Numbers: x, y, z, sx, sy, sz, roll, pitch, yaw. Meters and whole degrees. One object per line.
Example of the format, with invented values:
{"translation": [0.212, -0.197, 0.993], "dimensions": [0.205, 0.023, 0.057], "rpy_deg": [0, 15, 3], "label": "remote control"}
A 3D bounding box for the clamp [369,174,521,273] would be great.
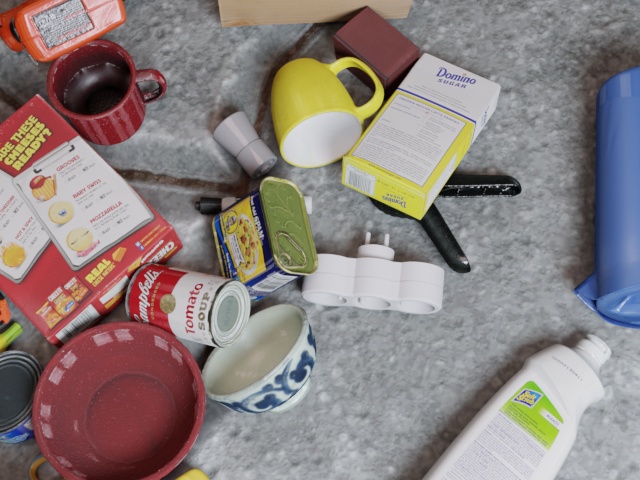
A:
{"translation": [0.106, -0.039, 1.082], "dimensions": [0.171, 0.039, 0.120], "rpy_deg": [19, 58, 16], "label": "clamp"}

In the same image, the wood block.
{"translation": [-0.007, -0.289, 1.136], "dimensions": [0.206, 0.091, 0.090], "rpy_deg": [-3, 82, -3], "label": "wood block"}

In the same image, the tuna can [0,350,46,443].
{"translation": [-0.298, 0.152, 1.033], "dimensions": [0.086, 0.033, 0.086], "rpy_deg": [-9, 58, 15], "label": "tuna can"}

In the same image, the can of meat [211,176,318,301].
{"translation": [-0.057, 0.001, 1.051], "dimensions": [0.084, 0.057, 0.102], "rpy_deg": [-30, 64, 39], "label": "can of meat"}

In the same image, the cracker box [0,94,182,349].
{"translation": [-0.272, -0.018, 1.084], "dimensions": [0.164, 0.072, 0.214], "rpy_deg": [-44, 73, -12], "label": "cracker box"}

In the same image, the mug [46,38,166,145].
{"translation": [-0.219, -0.155, 1.123], "dimensions": [0.117, 0.081, 0.093], "rpy_deg": [-15, 70, -1], "label": "mug"}

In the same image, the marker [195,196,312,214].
{"translation": [-0.069, -0.036, 1.105], "dimensions": [0.121, 0.020, 0.020], "rpy_deg": [0, 71, 3], "label": "marker"}

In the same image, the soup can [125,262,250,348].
{"translation": [-0.127, 0.063, 1.031], "dimensions": [0.102, 0.068, 0.068], "rpy_deg": [10, 70, 29], "label": "soup can"}

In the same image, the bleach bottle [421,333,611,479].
{"translation": [0.187, 0.191, 0.987], "dimensions": [0.103, 0.068, 0.250], "rpy_deg": [41, 76, 15], "label": "bleach bottle"}

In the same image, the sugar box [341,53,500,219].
{"translation": [0.103, -0.108, 1.079], "dimensions": [0.093, 0.048, 0.176], "rpy_deg": [27, 54, 16], "label": "sugar box"}

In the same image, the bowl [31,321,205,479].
{"translation": [-0.185, 0.160, 1.006], "dimensions": [0.162, 0.055, 0.162], "rpy_deg": [-1, 68, 3], "label": "bowl"}

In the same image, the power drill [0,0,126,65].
{"translation": [-0.250, -0.245, 1.113], "dimensions": [0.184, 0.188, 0.057], "rpy_deg": [-29, 110, -6], "label": "power drill"}

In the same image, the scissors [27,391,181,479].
{"translation": [-0.206, 0.163, 1.046], "dimensions": [0.201, 0.016, 0.096], "rpy_deg": [-35, 72, -9], "label": "scissors"}

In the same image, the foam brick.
{"translation": [0.059, -0.199, 1.136], "dimensions": [0.078, 0.053, 0.051], "rpy_deg": [42, 78, 15], "label": "foam brick"}
